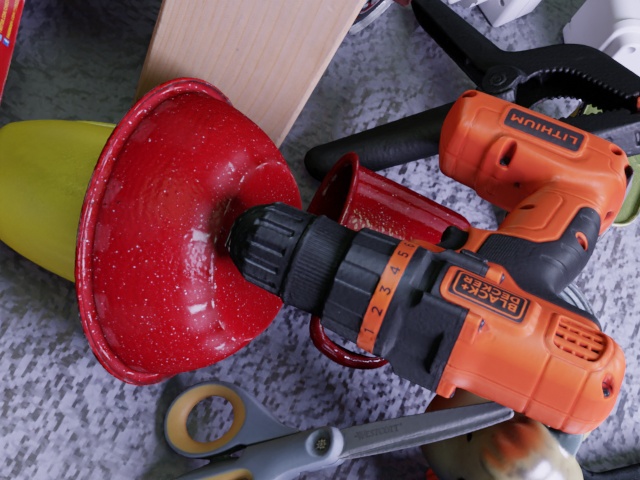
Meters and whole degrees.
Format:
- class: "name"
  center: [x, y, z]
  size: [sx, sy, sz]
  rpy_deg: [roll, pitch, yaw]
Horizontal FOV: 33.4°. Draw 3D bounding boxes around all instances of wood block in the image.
- class: "wood block"
  center: [-0.033, -0.127, 0.577]
  size: [0.090, 0.206, 0.090]
  rpy_deg: [24, 63, -8]

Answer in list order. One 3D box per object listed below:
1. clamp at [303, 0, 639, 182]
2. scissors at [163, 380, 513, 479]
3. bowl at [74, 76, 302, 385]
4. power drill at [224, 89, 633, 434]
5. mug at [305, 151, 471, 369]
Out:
- class: "clamp"
  center: [0.101, -0.077, 0.641]
  size: [0.210, 0.036, 0.164]
  rpy_deg: [20, 62, 36]
- class: "scissors"
  center: [-0.008, 0.090, 0.537]
  size: [0.202, 0.016, 0.096]
  rpy_deg: [-30, 52, 16]
- class: "bowl"
  center: [-0.054, 0.001, 0.543]
  size: [0.055, 0.162, 0.162]
  rpy_deg: [11, 60, 25]
- class: "power drill"
  center: [0.068, -0.004, 0.523]
  size: [0.184, 0.057, 0.187]
  rpy_deg: [25, 41, 9]
- class: "mug"
  center: [0.031, 0.018, 0.605]
  size: [0.081, 0.093, 0.117]
  rpy_deg: [24, 61, -13]
